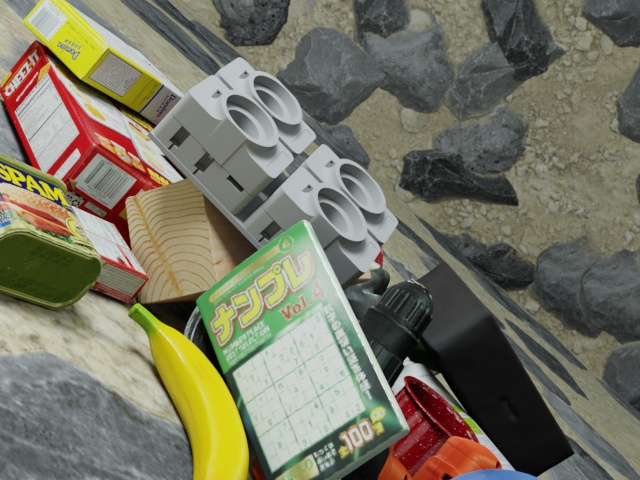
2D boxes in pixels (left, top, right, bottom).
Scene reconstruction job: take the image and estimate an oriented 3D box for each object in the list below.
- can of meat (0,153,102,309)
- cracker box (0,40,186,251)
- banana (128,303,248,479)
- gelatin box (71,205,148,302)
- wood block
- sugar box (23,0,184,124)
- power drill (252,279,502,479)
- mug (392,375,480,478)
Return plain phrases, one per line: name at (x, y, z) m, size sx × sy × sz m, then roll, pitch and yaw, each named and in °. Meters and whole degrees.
can of meat at (-0.205, -0.007, 0.724) m, size 0.102 × 0.057 × 0.084 m, roll 28°, pitch 21°, yaw -53°
cracker box at (-0.198, -0.075, 0.988) m, size 0.164 × 0.072 × 0.214 m, roll 36°, pitch 11°, yaw -42°
banana at (-0.083, 0.120, 0.721) m, size 0.069 × 0.037 × 0.198 m, roll 25°, pitch 19°, yaw -38°
gelatin box at (-0.184, 0.006, 0.827) m, size 0.089 × 0.030 × 0.073 m, roll 30°, pitch 15°, yaw -51°
wood block at (-0.056, 0.002, 0.918) m, size 0.205 × 0.090 × 0.091 m, roll 0°, pitch 79°, yaw -52°
sugar box at (-0.205, -0.172, 1.046) m, size 0.093 × 0.048 × 0.176 m, roll 44°, pitch 4°, yaw 20°
power drill at (0.058, 0.143, 0.798) m, size 0.187 × 0.184 × 0.057 m, roll 44°, pitch -10°, yaw -34°
mug at (0.092, 0.191, 0.960) m, size 0.117 × 0.081 × 0.093 m, roll 43°, pitch 10°, yaw 2°
